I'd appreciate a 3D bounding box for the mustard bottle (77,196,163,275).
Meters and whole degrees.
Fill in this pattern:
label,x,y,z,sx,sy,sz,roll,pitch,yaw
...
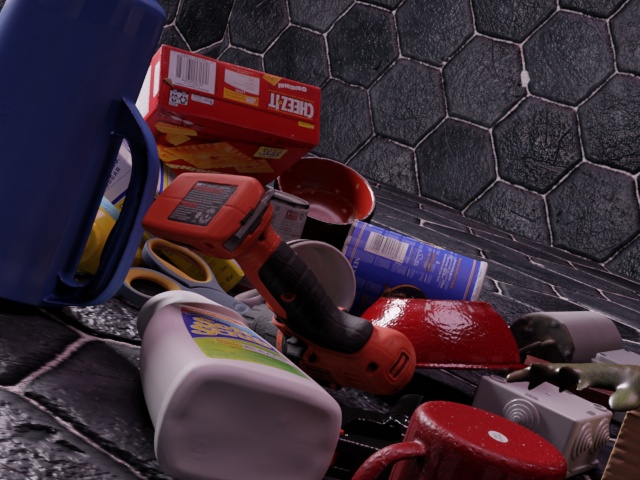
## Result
label,x,y,z,sx,sy,sz,roll,pitch,yaw
mustard bottle,-0.198,-0.010,0.964,0.096,0.058,0.191,45,9,-1

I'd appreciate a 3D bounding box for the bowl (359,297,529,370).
label,x,y,z,sx,sy,sz,roll,pitch,yaw
bowl,0.093,0.077,0.891,0.162,0.055,0.162,2,-3,0

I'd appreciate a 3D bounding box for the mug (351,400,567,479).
label,x,y,z,sx,sy,sz,roll,pitch,yaw
mug,0.064,0.131,0.535,0.117,0.081,0.093,14,9,-27

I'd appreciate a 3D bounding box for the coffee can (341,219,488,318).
label,x,y,z,sx,sy,sz,roll,pitch,yaw
coffee can,0.085,0.049,1.073,0.140,0.103,0.102,19,8,5

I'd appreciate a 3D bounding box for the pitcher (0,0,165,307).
label,x,y,z,sx,sy,sz,roll,pitch,yaw
pitcher,-0.197,-0.077,0.782,0.149,0.243,0.145,22,4,-29

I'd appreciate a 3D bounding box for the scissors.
label,x,y,z,sx,sy,sz,roll,pitch,yaw
scissors,-0.086,0.063,0.881,0.202,0.016,0.096,37,37,24

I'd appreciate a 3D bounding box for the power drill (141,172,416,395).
label,x,y,z,sx,sy,sz,roll,pitch,yaw
power drill,-0.039,0.032,0.759,0.185,0.057,0.187,6,-34,52

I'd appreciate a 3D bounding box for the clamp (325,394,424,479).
label,x,y,z,sx,sy,sz,roll,pitch,yaw
clamp,0.061,0.134,0.673,0.120,0.039,0.171,17,9,35

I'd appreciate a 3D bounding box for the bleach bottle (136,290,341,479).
label,x,y,z,sx,sy,sz,roll,pitch,yaw
bleach bottle,-0.074,0.077,0.669,0.102,0.068,0.251,17,6,-22

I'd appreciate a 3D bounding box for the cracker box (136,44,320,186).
label,x,y,z,sx,sy,sz,roll,pitch,yaw
cracker box,-0.119,-0.101,1.069,0.164,0.072,0.214,12,-22,-25

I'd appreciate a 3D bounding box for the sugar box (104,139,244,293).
label,x,y,z,sx,sy,sz,roll,pitch,yaw
sugar box,-0.143,-0.030,0.977,0.176,0.048,0.093,44,11,-21
